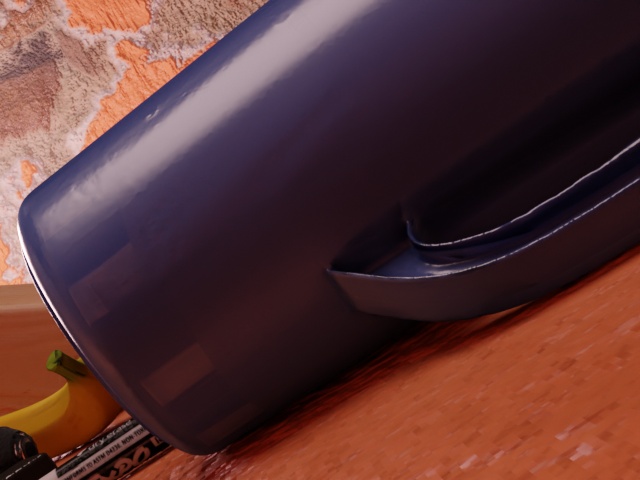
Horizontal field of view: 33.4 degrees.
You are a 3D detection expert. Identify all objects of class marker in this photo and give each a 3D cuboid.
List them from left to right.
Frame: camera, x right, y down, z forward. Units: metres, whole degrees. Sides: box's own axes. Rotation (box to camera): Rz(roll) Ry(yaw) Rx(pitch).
[{"bbox_3d":[-0.087,0.090,0.434,0.121,0.020,0.020,-33,2,-6],"label":"marker"}]

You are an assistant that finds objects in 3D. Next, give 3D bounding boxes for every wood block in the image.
[{"bbox_3d":[-0.249,0.084,0.783,0.206,0.090,0.090,-3,9,10],"label":"wood block"}]

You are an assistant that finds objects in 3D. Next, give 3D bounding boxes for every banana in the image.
[{"bbox_3d":[-0.169,0.107,0.663,0.198,0.069,0.037,-38,37,46],"label":"banana"}]

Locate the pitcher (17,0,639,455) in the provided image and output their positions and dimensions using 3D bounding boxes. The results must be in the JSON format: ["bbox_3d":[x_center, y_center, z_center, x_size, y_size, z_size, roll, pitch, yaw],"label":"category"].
[{"bbox_3d":[0.029,-0.033,0.351,0.243,0.145,0.149,-36,-10,0],"label":"pitcher"}]
